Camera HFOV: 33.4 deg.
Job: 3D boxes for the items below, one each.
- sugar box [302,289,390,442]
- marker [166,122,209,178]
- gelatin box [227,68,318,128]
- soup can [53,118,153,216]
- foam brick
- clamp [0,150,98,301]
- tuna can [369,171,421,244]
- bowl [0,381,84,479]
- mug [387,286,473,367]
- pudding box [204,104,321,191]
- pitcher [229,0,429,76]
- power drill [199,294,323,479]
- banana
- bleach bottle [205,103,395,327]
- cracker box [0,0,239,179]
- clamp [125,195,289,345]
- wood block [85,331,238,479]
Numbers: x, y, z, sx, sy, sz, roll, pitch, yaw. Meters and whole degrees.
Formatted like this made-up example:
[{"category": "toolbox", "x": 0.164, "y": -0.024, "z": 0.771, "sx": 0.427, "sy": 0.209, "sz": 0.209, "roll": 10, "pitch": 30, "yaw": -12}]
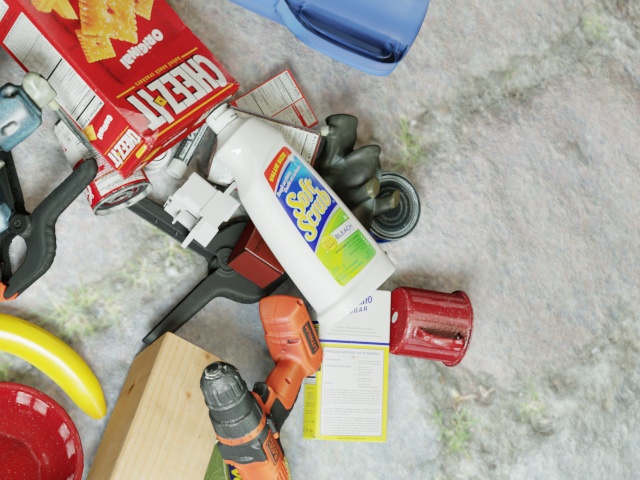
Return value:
[{"category": "sugar box", "x": 0.030, "y": 0.143, "z": 1.236, "sx": 0.093, "sy": 0.048, "sz": 0.176, "roll": 6, "pitch": 79, "yaw": -23}, {"category": "marker", "x": -0.137, "y": -0.125, "z": 1.198, "sx": 0.020, "sy": 0.020, "sz": 0.121, "roll": 32, "pitch": 73, "yaw": -19}, {"category": "gelatin box", "x": -0.057, "y": -0.145, "z": 1.232, "sx": 0.089, "sy": 0.030, "sz": 0.073, "roll": -35, "pitch": 98, "yaw": -23}, {"category": "soup can", "x": -0.228, "y": -0.086, "z": 1.115, "sx": 0.068, "sy": 0.069, "sz": 0.102, "roll": -24, "pitch": 82, "yaw": -25}, {"category": "foam brick", "x": -0.058, "y": 0.001, "z": 1.168, "sx": 0.053, "sy": 0.051, "sz": 0.078, "roll": 35, "pitch": 58, "yaw": -13}, {"category": "clamp", "x": -0.307, "y": -0.026, "z": 1.084, "sx": 0.120, "sy": 0.039, "sz": 0.171, "roll": 26, "pitch": 93, "yaw": 17}, {"category": "tuna can", "x": 0.077, "y": -0.039, "z": 1.281, "sx": 0.086, "sy": 0.034, "sz": 0.086, "roll": 3, "pitch": 84, "yaw": -25}, {"category": "bowl", "x": -0.317, "y": 0.223, "z": 1.045, "sx": 0.162, "sy": 0.055, "sz": 0.162, "roll": 10, "pitch": 59, "yaw": -17}, {"category": "mug", "x": 0.126, "y": 0.102, "z": 1.249, "sx": 0.081, "sy": 0.117, "sz": 0.093, "roll": 10, "pitch": 104, "yaw": -19}, {"category": "pudding box", "x": -0.064, "y": -0.093, "z": 1.187, "sx": 0.113, "sy": 0.039, "sz": 0.090, "roll": 17, "pitch": 97, "yaw": -4}, {"category": "pitcher", "x": -0.004, "y": -0.286, "z": 1.213, "sx": 0.242, "sy": 0.149, "sz": 0.145, "roll": 17, "pitch": 96, "yaw": -19}, {"category": "power drill", "x": -0.060, "y": 0.145, "z": 1.107, "sx": 0.187, "sy": 0.057, "sz": 0.184, "roll": -66, "pitch": 148, "yaw": -45}, {"category": "banana", "x": -0.299, "y": 0.119, "z": 1.093, "sx": 0.197, "sy": 0.037, "sz": 0.070, "roll": 25, "pitch": 99, "yaw": -18}, {"category": "bleach bottle", "x": -0.035, "y": -0.035, "z": 1.125, "sx": 0.251, "sy": 0.068, "sz": 0.102, "roll": 50, "pitch": 56, "yaw": -1}, {"category": "cracker box", "x": -0.209, "y": -0.192, "z": 1.095, "sx": 0.213, "sy": 0.072, "sz": 0.164, "roll": 48, "pitch": 44, "yaw": -2}, {"category": "clamp", "x": -0.117, "y": 0.017, "z": 1.184, "sx": 0.209, "sy": 0.036, "sz": 0.164, "roll": -11, "pitch": 83, "yaw": -28}, {"category": "wood block", "x": -0.167, "y": 0.210, "z": 1.073, "sx": 0.090, "sy": 0.091, "sz": 0.206, "roll": 31, "pitch": 51, "yaw": -19}]
